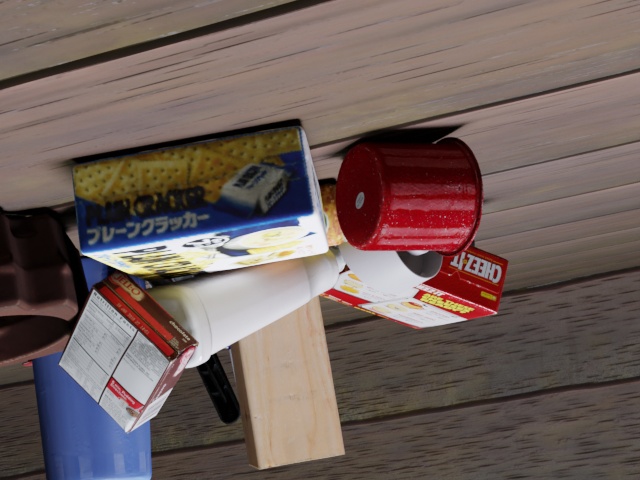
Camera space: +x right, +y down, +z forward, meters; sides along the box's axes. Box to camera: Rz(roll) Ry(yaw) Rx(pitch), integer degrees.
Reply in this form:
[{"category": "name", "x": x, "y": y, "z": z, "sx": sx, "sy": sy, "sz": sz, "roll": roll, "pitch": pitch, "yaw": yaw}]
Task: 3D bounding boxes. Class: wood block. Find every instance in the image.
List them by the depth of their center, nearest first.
[{"category": "wood block", "x": -0.042, "y": 0.121, "z": 1.094, "sx": 0.090, "sy": 0.206, "sz": 0.091, "roll": -8, "pitch": 173, "yaw": -11}]

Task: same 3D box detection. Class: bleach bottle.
[{"category": "bleach bottle", "x": -0.058, "y": 0.046, "z": 0.962, "sx": 0.103, "sy": 0.068, "sz": 0.250, "roll": -7, "pitch": -171, "yaw": 41}]

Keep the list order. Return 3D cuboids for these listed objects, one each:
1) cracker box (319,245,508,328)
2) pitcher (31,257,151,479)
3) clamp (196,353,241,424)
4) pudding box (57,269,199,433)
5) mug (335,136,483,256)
[{"category": "cracker box", "x": 0.094, "y": 0.039, "z": 1.234, "sx": 0.164, "sy": 0.072, "sz": 0.214, "roll": 20, "pitch": 164, "yaw": -14}, {"category": "pitcher", "x": -0.238, "y": 0.141, "z": 1.132, "sx": 0.145, "sy": 0.243, "sz": 0.149, "roll": -8, "pitch": 166, "yaw": 0}, {"category": "clamp", "x": -0.143, "y": 0.098, "z": 1.189, "sx": 0.036, "sy": 0.164, "sz": 0.210, "roll": -28, "pitch": -150, "yaw": 4}, {"category": "pudding box", "x": -0.157, "y": 0.091, "z": 0.860, "sx": 0.039, "sy": 0.090, "sz": 0.114, "roll": -34, "pitch": 164, "yaw": -49}, {"category": "mug", "x": 0.059, "y": -0.038, "z": 0.815, "sx": 0.081, "sy": 0.093, "sz": 0.117, "roll": -1, "pitch": -154, "yaw": -26}]
